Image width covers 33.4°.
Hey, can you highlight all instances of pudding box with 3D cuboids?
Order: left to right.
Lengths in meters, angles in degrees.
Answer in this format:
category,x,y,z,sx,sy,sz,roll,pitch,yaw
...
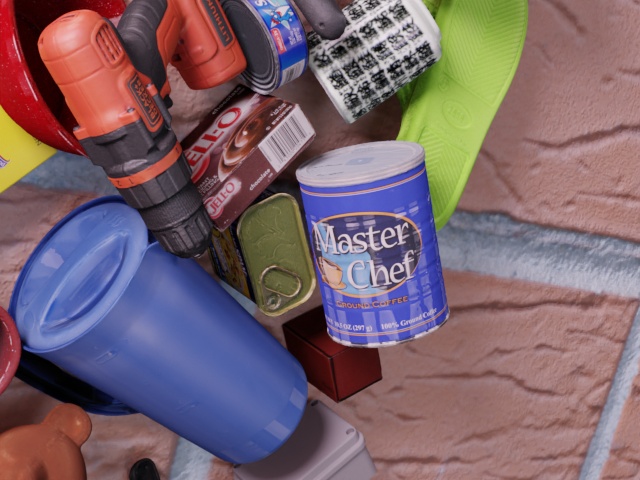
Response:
category,x,y,z,sx,sy,sz,roll,pitch,yaw
pudding box,-0.071,-0.067,0.842,0.113,0.090,0.039,-45,128,-14

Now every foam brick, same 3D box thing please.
category,x,y,z,sx,sy,sz,roll,pitch,yaw
foam brick,0.011,0.102,0.970,0.051,0.078,0.053,-26,122,-25

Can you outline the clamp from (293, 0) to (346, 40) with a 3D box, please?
category,x,y,z,sx,sy,sz,roll,pitch,yaw
clamp,-0.032,-0.221,0.796,0.171,0.120,0.039,32,121,-17

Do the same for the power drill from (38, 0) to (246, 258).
category,x,y,z,sx,sy,sz,roll,pitch,yaw
power drill,-0.108,-0.103,0.751,0.187,0.057,0.184,-73,144,-53

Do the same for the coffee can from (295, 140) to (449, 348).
category,x,y,z,sx,sy,sz,roll,pitch,yaw
coffee can,0.043,0.001,0.855,0.102,0.103,0.140,-20,110,-28

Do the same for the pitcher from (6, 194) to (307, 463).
category,x,y,z,sx,sy,sz,roll,pitch,yaw
pitcher,-0.125,0.087,0.850,0.242,0.149,0.145,45,65,-40

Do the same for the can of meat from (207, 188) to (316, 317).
category,x,y,z,sx,sy,sz,roll,pitch,yaw
can of meat,-0.056,0.001,0.881,0.057,0.084,0.102,-28,121,-24

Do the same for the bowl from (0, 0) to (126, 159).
category,x,y,z,sx,sy,sz,roll,pitch,yaw
bowl,-0.182,-0.124,0.735,0.162,0.055,0.162,-14,90,-69

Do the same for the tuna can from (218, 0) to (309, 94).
category,x,y,z,sx,sy,sz,roll,pitch,yaw
tuna can,-0.046,-0.159,0.827,0.033,0.086,0.086,-32,122,-23
